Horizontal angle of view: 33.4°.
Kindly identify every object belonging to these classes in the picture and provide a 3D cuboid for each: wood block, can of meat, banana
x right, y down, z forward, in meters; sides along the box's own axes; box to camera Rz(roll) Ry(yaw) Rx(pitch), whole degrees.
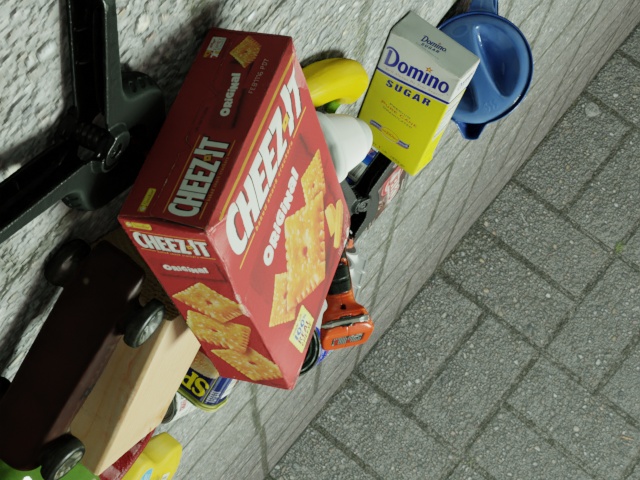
[{"bbox_3d":[-0.159,0.084,0.875,0.090,0.090,0.206,-39,164,-49],"label":"wood block"},{"bbox_3d":[-0.121,0.109,1.083,0.084,0.102,0.057,-58,168,19],"label":"can of meat"},{"bbox_3d":[0.006,-0.138,0.982,0.070,0.037,0.197,-55,169,16],"label":"banana"}]

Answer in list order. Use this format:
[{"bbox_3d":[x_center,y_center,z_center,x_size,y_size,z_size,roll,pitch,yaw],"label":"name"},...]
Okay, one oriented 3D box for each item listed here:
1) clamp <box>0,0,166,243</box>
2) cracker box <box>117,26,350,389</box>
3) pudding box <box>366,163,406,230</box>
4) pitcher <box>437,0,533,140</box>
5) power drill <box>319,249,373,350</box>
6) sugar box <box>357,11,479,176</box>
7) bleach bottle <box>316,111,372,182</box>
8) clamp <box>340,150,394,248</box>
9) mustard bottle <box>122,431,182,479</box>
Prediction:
[{"bbox_3d":[-0.132,-0.070,0.627,0.165,0.036,0.209,-60,171,12],"label":"clamp"},{"bbox_3d":[-0.047,-0.016,0.757,0.213,0.072,0.164,70,34,-54],"label":"cracker box"},{"bbox_3d":[0.081,-0.075,1.491,0.090,0.039,0.113,-49,169,-16],"label":"pudding box"},{"bbox_3d":[0.209,-0.222,1.354,0.149,0.145,0.242,-42,175,14],"label":"pitcher"},{"bbox_3d":[0.008,0.023,1.171,0.057,0.188,0.184,-13,168,-3],"label":"power drill"},{"bbox_3d":[0.101,-0.156,1.167,0.048,0.093,0.176,-46,167,-30],"label":"sugar box"},{"bbox_3d":[0.004,-0.086,1.001,0.103,0.068,0.250,-22,-176,19],"label":"bleach bottle"},{"bbox_3d":[0.035,-0.054,1.286,0.120,0.039,0.172,-12,137,-33],"label":"clamp"},{"bbox_3d":[-0.241,0.298,1.311,0.096,0.058,0.191,-53,170,11],"label":"mustard bottle"}]
